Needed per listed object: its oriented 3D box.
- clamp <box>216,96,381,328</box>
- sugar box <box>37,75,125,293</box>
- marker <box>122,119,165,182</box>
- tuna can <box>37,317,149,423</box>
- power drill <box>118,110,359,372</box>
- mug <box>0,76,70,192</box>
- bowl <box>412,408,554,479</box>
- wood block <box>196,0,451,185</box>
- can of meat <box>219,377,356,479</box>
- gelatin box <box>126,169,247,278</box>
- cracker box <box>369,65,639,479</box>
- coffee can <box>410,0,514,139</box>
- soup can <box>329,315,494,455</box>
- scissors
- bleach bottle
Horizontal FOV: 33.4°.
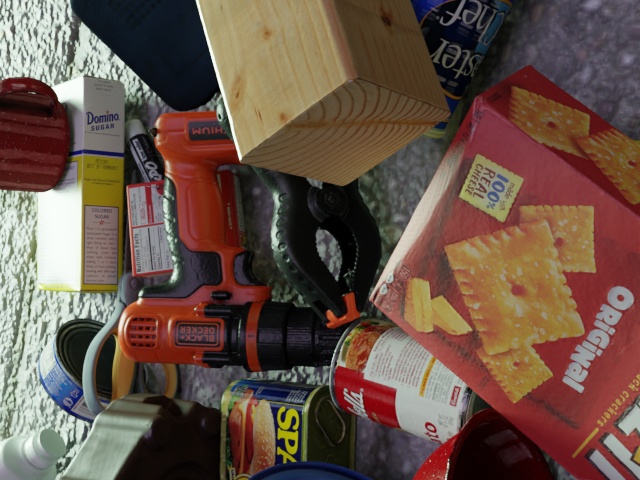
[{"bbox_3d":[0.006,-0.030,0.728,0.039,0.120,0.171,-28,80,65],"label":"clamp"},{"bbox_3d":[-0.202,-0.044,0.901,0.094,0.048,0.176,-2,84,52],"label":"sugar box"},{"bbox_3d":[-0.133,-0.047,0.876,0.020,0.020,0.121,-39,66,28],"label":"marker"},{"bbox_3d":[-0.184,0.106,0.865,0.034,0.085,0.086,-49,62,26],"label":"tuna can"},{"bbox_3d":[-0.055,0.001,0.772,0.184,0.057,0.187,0,84,11],"label":"power drill"},{"bbox_3d":[-0.251,-0.089,0.861,0.117,0.081,0.093,-50,50,38],"label":"mug"},{"bbox_3d":[0.089,0.181,0.615,0.055,0.161,0.162,-16,78,32],"label":"bowl"},{"bbox_3d":[-0.012,-0.148,0.624,0.090,0.090,0.206,-32,63,34],"label":"wood block"},{"bbox_3d":[-0.025,0.150,0.766,0.084,0.057,0.102,1,88,38],"label":"can of meat"},{"bbox_3d":[-0.104,-0.012,0.831,0.089,0.030,0.073,-8,82,13],"label":"gelatin box"},{"bbox_3d":[0.146,0.035,0.582,0.214,0.072,0.164,41,133,17],"label":"cracker box"},{"bbox_3d":[0.066,-0.151,0.686,0.103,0.102,0.140,38,109,31],"label":"coffee can"},{"bbox_3d":[0.066,0.093,0.695,0.102,0.068,0.068,13,96,35],"label":"soup can"},{"bbox_3d":[-0.140,0.051,0.862,0.016,0.096,0.201,-13,55,39],"label":"scissors"},{"bbox_3d":[-0.314,0.244,0.956,0.251,0.102,0.068,-38,61,22],"label":"bleach bottle"}]
